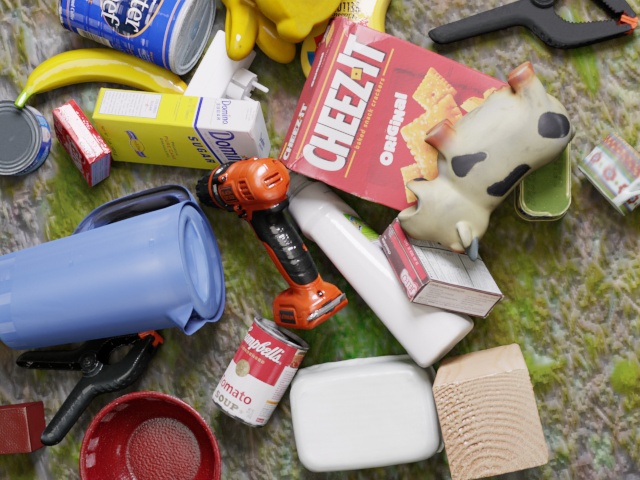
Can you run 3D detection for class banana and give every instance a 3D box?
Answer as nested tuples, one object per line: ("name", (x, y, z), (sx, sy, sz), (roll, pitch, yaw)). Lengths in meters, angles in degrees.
("banana", (-0.244, -0.184, 1.201), (0.198, 0.037, 0.069), (-3, 82, 5))

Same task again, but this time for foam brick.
("foam brick", (-0.358, 0.215, 1.216), (0.078, 0.051, 0.053), (-7, 88, 9))

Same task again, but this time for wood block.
("wood block", (0.167, 0.164, 1.053), (0.090, 0.206, 0.091), (-13, 88, 9))

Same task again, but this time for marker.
("marker", (-0.250, 0.255, 1.215), (0.020, 0.020, 0.121), (7, 91, 9))

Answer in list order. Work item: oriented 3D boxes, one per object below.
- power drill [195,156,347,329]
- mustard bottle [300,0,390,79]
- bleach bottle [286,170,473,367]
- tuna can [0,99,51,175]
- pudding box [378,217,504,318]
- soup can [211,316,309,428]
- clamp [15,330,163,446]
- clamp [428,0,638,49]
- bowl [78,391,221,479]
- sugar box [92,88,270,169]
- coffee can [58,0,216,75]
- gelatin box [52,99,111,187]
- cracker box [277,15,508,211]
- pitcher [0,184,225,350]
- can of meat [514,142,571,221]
("power drill", (-0.057, 0.001, 1.130), (0.057, 0.185, 0.187), (-33, 103, -21))
("mustard bottle", (0.028, -0.212, 1.149), (0.096, 0.058, 0.191), (4, 91, 10))
("bleach bottle", (0.051, 0.022, 1.136), (0.068, 0.102, 0.251), (-46, 77, 11))
("tuna can", (-0.354, -0.117, 1.223), (0.086, 0.033, 0.086), (0, 90, 9))
("pudding box", (0.123, 0.028, 1.092), (0.039, 0.113, 0.090), (-52, 43, 31))
("soup can", (-0.066, 0.143, 1.160), (0.068, 0.068, 0.102), (30, 95, 8))
("clamp", (-0.262, 0.139, 1.199), (0.171, 0.039, 0.120), (-35, 65, -6))
("clamp", (0.227, -0.251, 1.128), (0.210, 0.036, 0.164), (27, 94, 8))
("bowl", (-0.182, 0.245, 1.186), (0.162, 0.055, 0.162), (0, 90, 9))
("sugar box", (-0.148, -0.117, 1.157), (0.176, 0.093, 0.048), (8, 65, 10))
("coffee can", (-0.198, -0.253, 1.163), (0.140, 0.102, 0.103), (22, 94, 9))
("gelatin box", (-0.264, -0.106, 1.180), (0.030, 0.089, 0.073), (-34, 85, -17))
("cracker box", (0.085, -0.116, 1.100), (0.213, 0.072, 0.164), (20, 94, -14))
("pitcher", (-0.234, 0.037, 1.166), (0.243, 0.149, 0.145), (-12, 103, 12))
("can of meat", (0.230, -0.072, 1.104), (0.057, 0.084, 0.102), (0, 90, 9))
